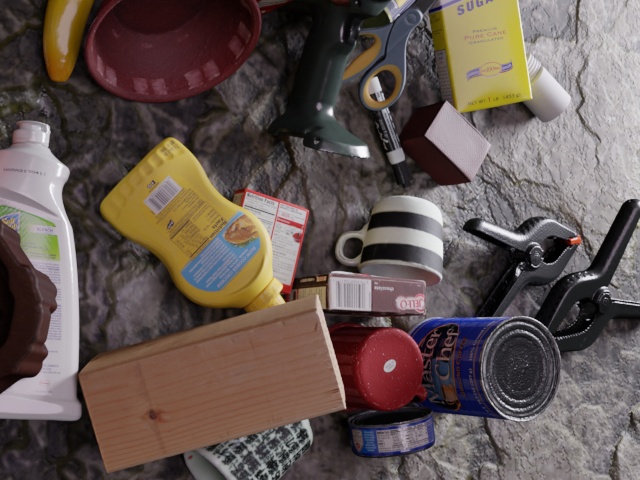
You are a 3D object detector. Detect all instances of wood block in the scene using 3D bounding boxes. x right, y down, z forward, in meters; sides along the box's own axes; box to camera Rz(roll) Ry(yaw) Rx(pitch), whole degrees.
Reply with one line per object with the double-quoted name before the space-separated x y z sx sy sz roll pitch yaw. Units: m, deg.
"wood block" -0.089 0.120 0.919 0.206 0.090 0.091 -15 95 2

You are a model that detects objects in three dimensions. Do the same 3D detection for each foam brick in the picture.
"foam brick" 0.132 -0.103 1.143 0.078 0.051 0.053 42 66 -21

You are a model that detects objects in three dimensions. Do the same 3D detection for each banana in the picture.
"banana" -0.202 -0.235 0.969 0.069 0.037 0.197 42 67 -20

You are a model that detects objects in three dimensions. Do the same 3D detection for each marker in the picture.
"marker" 0.071 -0.113 1.127 0.020 0.020 0.121 -25 98 -29

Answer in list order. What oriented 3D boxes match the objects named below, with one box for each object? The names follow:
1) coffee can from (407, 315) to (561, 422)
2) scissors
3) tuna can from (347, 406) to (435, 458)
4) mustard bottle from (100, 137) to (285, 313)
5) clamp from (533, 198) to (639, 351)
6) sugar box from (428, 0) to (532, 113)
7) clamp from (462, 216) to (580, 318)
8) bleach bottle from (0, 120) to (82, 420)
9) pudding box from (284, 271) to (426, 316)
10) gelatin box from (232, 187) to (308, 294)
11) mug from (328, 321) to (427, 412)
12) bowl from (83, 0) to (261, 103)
"coffee can" 0.159 0.129 1.087 0.102 0.141 0.103 3 84 -30
"scissors" 0.096 -0.205 1.078 0.202 0.016 0.096 -28 107 14
"tuna can" 0.071 0.190 1.063 0.086 0.086 0.034 -8 92 -30
"mustard bottle" -0.101 0.004 0.970 0.191 0.058 0.096 44 77 -5
"clamp" 0.318 0.056 1.233 0.209 0.036 0.164 -26 114 -26
"sugar box" 0.169 -0.232 1.157 0.093 0.048 0.176 -13 100 -13
"clamp" 0.222 0.010 1.190 0.171 0.039 0.120 -28 116 -34
"bleach bottle" -0.246 0.025 0.907 0.102 0.068 0.251 7 80 -25
"pudding box" 0.034 0.056 1.050 0.113 0.090 0.039 8 80 -29
"gelatin box" -0.057 0.001 1.037 0.073 0.030 0.089 18 78 -26
"mug" 0.057 0.133 1.061 0.117 0.082 0.093 35 70 -23
"bowl" -0.137 -0.197 0.958 0.161 0.162 0.055 -3 56 -30
